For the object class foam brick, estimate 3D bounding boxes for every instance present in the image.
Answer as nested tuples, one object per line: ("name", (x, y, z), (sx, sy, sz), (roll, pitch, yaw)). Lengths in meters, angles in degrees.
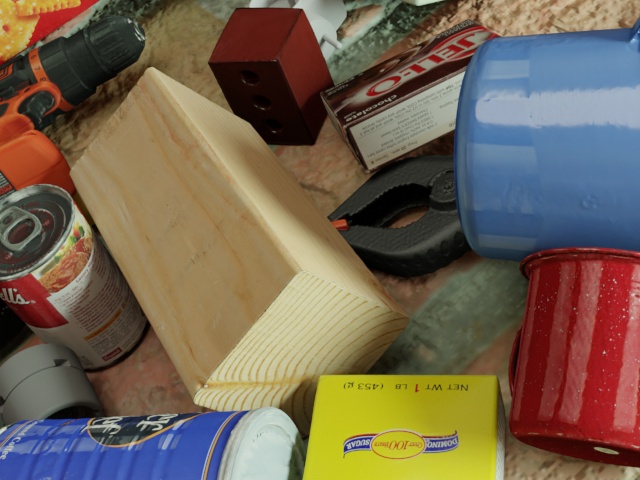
("foam brick", (-0.030, -0.109, 0.708), (0.053, 0.078, 0.051), (5, 53, 28))

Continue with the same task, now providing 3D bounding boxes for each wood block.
("wood block", (-0.054, 0.001, 0.603), (0.090, 0.090, 0.206), (-50, 46, 12))

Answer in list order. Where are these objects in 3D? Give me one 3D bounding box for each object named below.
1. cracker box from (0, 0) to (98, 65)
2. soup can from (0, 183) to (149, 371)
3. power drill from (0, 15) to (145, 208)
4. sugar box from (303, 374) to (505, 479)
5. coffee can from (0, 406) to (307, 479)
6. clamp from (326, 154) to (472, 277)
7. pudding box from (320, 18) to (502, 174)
("cracker box", (-0.214, -0.236, 0.884), (0.213, 0.072, 0.164), (-34, 31, -5))
("soup can", (-0.153, 0.024, 0.637), (0.068, 0.102, 0.068), (-13, 49, 15))
("power drill", (-0.205, -0.080, 0.754), (0.184, 0.057, 0.187), (-29, 30, 10))
("sugar box", (0.034, 0.146, 0.485), (0.093, 0.048, 0.176), (-3, 49, 15))
("coffee can", (-0.085, 0.135, 0.513), (0.140, 0.102, 0.102), (-6, 50, 20))
("clamp", (0.085, -0.016, 0.606), (0.171, 0.039, 0.120), (-25, 42, 11))
("pudding box", (0.062, -0.091, 0.657), (0.113, 0.039, 0.090), (-28, 21, 2))
